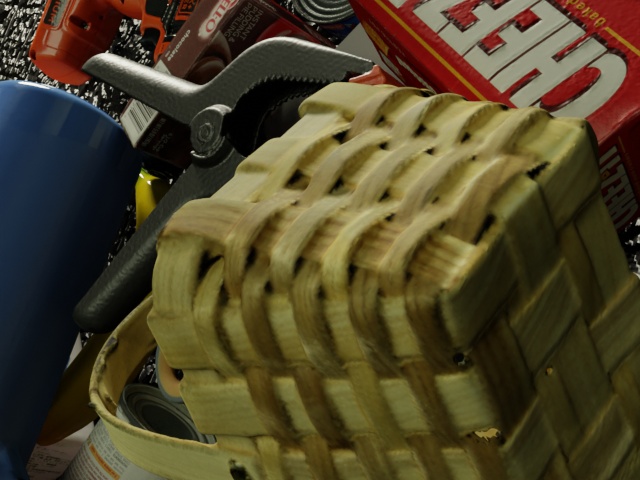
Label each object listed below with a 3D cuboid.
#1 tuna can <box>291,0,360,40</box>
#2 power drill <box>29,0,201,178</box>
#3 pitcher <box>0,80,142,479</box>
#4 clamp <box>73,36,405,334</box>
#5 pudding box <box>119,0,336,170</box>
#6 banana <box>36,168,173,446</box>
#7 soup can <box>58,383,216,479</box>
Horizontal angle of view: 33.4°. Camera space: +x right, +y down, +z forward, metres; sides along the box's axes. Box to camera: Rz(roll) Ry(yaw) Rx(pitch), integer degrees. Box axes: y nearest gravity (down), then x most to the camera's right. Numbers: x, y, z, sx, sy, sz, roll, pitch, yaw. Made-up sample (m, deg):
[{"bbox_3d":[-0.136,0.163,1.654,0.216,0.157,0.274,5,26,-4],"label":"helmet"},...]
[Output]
[{"bbox_3d":[0.024,-0.163,0.639,0.086,0.033,0.086,-17,63,36],"label":"tuna can"},{"bbox_3d":[-0.124,-0.140,0.746,0.188,0.057,0.184,15,80,41],"label":"power drill"},{"bbox_3d":[-0.207,0.030,0.628,0.145,0.149,0.242,-29,38,62],"label":"pitcher"},{"bbox_3d":[-0.052,-0.038,0.545,0.210,0.036,0.164,-8,72,33],"label":"clamp"},{"bbox_3d":[-0.053,-0.092,0.641,0.114,0.089,0.039,-49,47,17],"label":"pudding box"},{"bbox_3d":[-0.122,0.039,0.673,0.070,0.037,0.197,-2,61,35],"label":"banana"},{"bbox_3d":[-0.115,0.143,0.621,0.102,0.068,0.069,-54,47,11],"label":"soup can"}]
